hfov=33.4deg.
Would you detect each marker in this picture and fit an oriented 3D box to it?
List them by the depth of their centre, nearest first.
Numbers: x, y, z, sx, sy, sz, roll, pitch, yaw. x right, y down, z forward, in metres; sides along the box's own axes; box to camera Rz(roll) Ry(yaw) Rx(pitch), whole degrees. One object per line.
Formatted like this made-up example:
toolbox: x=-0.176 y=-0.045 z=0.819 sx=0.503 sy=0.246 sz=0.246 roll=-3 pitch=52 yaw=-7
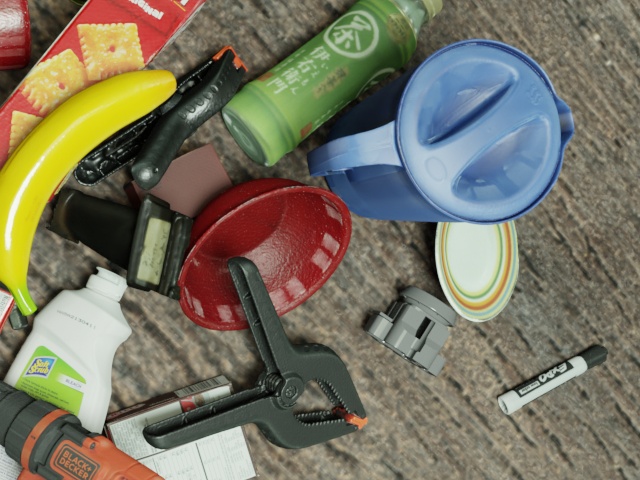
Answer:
marker: x=0.225 y=0.131 z=1.021 sx=0.121 sy=0.020 sz=0.020 roll=-25 pitch=96 yaw=-16

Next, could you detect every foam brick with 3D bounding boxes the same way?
foam brick: x=-0.120 y=-0.042 z=0.908 sx=0.078 sy=0.051 sz=0.053 roll=-27 pitch=95 yaw=-16

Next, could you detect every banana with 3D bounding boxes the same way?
banana: x=-0.177 y=-0.049 z=0.732 sx=0.069 sy=0.037 sz=0.198 roll=36 pitch=81 yaw=-32

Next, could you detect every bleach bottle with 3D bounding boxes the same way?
bleach bottle: x=-0.215 y=0.144 z=0.866 sx=0.102 sy=0.068 sz=0.251 roll=24 pitch=80 yaw=-1

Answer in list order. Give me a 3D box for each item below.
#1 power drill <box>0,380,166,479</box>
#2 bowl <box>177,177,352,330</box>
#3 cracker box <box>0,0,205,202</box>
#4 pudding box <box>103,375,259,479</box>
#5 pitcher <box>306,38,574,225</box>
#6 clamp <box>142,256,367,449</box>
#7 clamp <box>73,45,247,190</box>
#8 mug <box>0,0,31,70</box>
power drill: x=-0.223 y=0.214 z=0.780 sx=0.185 sy=0.057 sz=0.187 roll=26 pitch=81 yaw=22
bowl: x=-0.056 y=0.001 z=0.898 sx=0.162 sy=0.162 sz=0.055 roll=-24 pitch=53 yaw=-16
cracker box: x=-0.183 y=-0.123 z=0.833 sx=0.072 sy=0.164 sz=0.213 roll=39 pitch=79 yaw=-14
pudding box: x=-0.118 y=0.176 z=0.910 sx=0.113 sy=0.039 sz=0.090 roll=-17 pitch=96 yaw=-13
pitcher: x=0.074 y=-0.074 z=0.866 sx=0.149 sy=0.243 sz=0.145 roll=36 pitch=79 yaw=-13
clamp: x=-0.034 y=0.111 z=0.895 sx=0.209 sy=0.036 sz=0.164 roll=21 pitch=91 yaw=-39
clamp: x=-0.131 y=-0.099 z=0.895 sx=0.171 sy=0.120 sz=0.039 roll=-51 pitch=127 yaw=-33
mug: x=-0.273 y=-0.179 z=0.836 sx=0.081 sy=0.117 sz=0.093 roll=-8 pitch=69 yaw=-21
